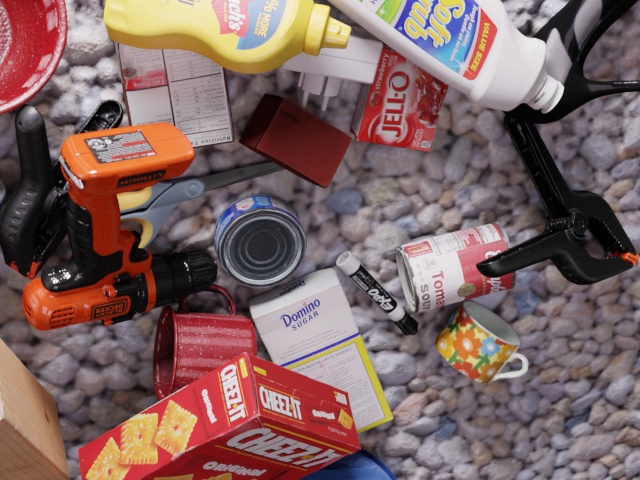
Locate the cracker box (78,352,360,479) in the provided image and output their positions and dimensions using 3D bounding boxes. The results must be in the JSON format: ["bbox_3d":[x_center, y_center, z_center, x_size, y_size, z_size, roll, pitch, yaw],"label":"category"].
[{"bbox_3d":[-0.095,0.198,1.010,0.214,0.072,0.164,-31,146,24],"label":"cracker box"}]

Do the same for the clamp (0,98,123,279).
[{"bbox_3d":[-0.234,-0.045,0.895,0.120,0.039,0.171,3,114,-62],"label":"clamp"}]

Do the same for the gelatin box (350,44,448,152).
[{"bbox_3d":[0.074,-0.129,0.970,0.073,0.030,0.089,8,114,-16],"label":"gelatin box"}]

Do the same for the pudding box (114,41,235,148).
[{"bbox_3d":[-0.125,-0.133,0.920,0.090,0.039,0.113,-10,120,-9],"label":"pudding box"}]

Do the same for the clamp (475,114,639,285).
[{"bbox_3d":[0.235,-0.024,1.035,0.209,0.036,0.164,17,75,-35],"label":"clamp"}]

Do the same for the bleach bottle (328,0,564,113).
[{"bbox_3d":[0.105,-0.194,0.898,0.250,0.068,0.103,32,104,-14],"label":"bleach bottle"}]

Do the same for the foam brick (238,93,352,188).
[{"bbox_3d":[-0.022,-0.089,0.951,0.078,0.051,0.053,29,89,-24],"label":"foam brick"}]

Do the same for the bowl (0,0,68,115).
[{"bbox_3d":[-0.283,-0.171,0.834,0.161,0.055,0.162,1,88,-25],"label":"bowl"}]

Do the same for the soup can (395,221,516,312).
[{"bbox_3d":[0.131,0.026,1.040,0.102,0.068,0.068,-14,118,-5],"label":"soup can"}]

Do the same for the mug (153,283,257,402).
[{"bbox_3d":[-0.110,0.099,1.020,0.081,0.093,0.117,5,79,-20],"label":"mug"}]

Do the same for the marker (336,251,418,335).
[{"bbox_3d":[0.059,0.055,1.066,0.020,0.020,0.121,-40,117,8],"label":"marker"}]

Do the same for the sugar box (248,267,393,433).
[{"bbox_3d":[0.001,0.120,1.072,0.093,0.048,0.176,-22,115,-1],"label":"sugar box"}]

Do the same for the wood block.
[{"bbox_3d":[-0.296,0.160,0.940,0.090,0.091,0.206,-16,154,-5],"label":"wood block"}]

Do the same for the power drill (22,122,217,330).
[{"bbox_3d":[-0.160,-0.009,0.918,0.184,0.057,0.188,-14,136,-33],"label":"power drill"}]

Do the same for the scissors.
[{"bbox_3d":[-0.125,-0.030,0.983,0.201,0.016,0.096,-1,113,-11],"label":"scissors"}]

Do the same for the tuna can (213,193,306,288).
[{"bbox_3d":[-0.057,0.001,1.005,0.086,0.034,0.086,-5,117,-10],"label":"tuna can"}]

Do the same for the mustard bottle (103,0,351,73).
[{"bbox_3d":[-0.070,-0.186,0.857,0.191,0.058,0.096,14,77,-2],"label":"mustard bottle"}]
